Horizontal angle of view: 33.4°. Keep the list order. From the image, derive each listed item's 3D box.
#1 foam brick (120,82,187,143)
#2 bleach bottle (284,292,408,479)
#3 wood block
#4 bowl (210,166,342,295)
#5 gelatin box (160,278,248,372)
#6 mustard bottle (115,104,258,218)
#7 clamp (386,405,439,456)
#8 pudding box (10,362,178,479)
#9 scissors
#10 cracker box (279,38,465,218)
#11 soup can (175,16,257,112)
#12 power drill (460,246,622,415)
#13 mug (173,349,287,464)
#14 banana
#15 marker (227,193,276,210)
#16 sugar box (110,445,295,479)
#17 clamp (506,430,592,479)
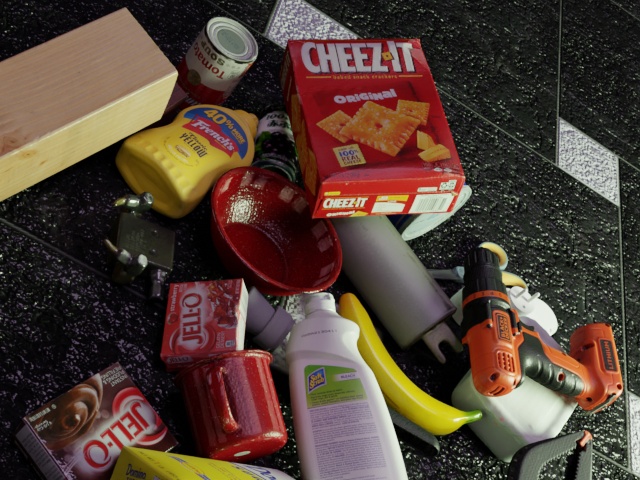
[{"bbox_3d":[-0.191,-0.145,1.145,0.053,0.051,0.078,46,41,1],"label":"foam brick"},{"bbox_3d":[0.025,0.167,1.007,0.102,0.068,0.251,-7,63,-6],"label":"bleach bottle"},{"bbox_3d":[-0.250,-0.128,1.014,0.205,0.090,0.091,-34,80,-32],"label":"wood block"},{"bbox_3d":[-0.057,0.001,1.120,0.162,0.055,0.162,25,40,-24],"label":"bowl"},{"bbox_3d":[-0.109,0.079,1.008,0.073,0.030,0.089,-5,47,8],"label":"gelatin box"},{"bbox_3d":[-0.126,-0.098,1.152,0.096,0.058,0.191,42,40,7],"label":"mustard bottle"},{"bbox_3d":[0.043,0.170,1.073,0.120,0.039,0.171,-10,65,-38],"label":"clamp"},{"bbox_3d":[-0.188,0.166,0.893,0.090,0.039,0.113,51,42,7],"label":"pudding box"},{"bbox_3d":[0.173,0.028,1.319,0.201,0.016,0.096,17,46,-27],"label":"scissors"},{"bbox_3d":[0.053,-0.130,1.189,0.164,0.072,0.214,-3,55,-15],"label":"cracker box"},{"bbox_3d":[-0.123,-0.193,1.202,0.068,0.102,0.068,22,45,-24],"label":"soup can"},{"bbox_3d":[0.238,0.105,1.181,0.187,0.057,0.184,19,50,-21],"label":"power drill"},{"bbox_3d":[-0.079,0.148,0.945,0.093,0.117,0.081,-16,67,-2],"label":"mug"},{"bbox_3d":[0.079,0.142,1.128,0.198,0.037,0.069,44,45,4],"label":"banana"},{"bbox_3d":[-0.055,-0.041,1.191,0.120,0.020,0.020,5,54,-36],"label":"marker"},{"bbox_3d":[-0.076,0.213,0.877,0.175,0.048,0.093,17,2,-44],"label":"sugar box"},{"bbox_3d":[0.221,0.282,1.083,0.209,0.036,0.164,-40,88,-27],"label":"clamp"}]
